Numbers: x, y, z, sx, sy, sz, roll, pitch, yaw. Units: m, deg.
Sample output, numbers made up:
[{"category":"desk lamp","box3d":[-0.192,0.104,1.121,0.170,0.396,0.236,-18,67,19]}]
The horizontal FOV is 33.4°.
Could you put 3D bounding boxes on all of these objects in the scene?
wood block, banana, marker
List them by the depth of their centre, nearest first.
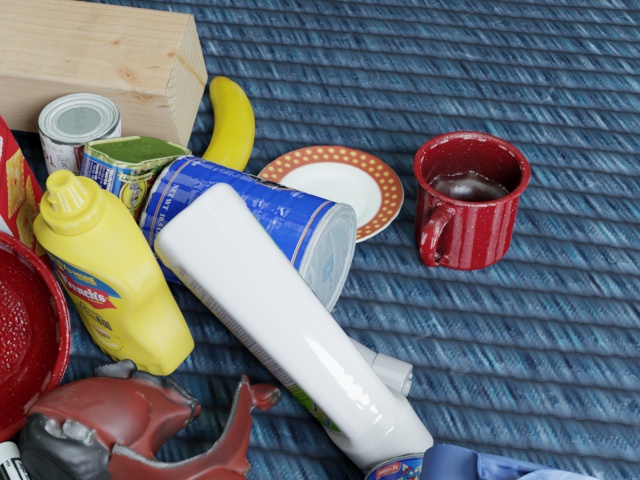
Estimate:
[{"category":"marker","box3d":[-0.188,0.182,0.703,0.020,0.020,0.121,-23,49,-22]},{"category":"wood block","box3d":[-0.215,-0.150,0.939,0.206,0.091,0.090,8,61,9]},{"category":"banana","box3d":[-0.094,-0.089,0.967,0.070,0.037,0.197,10,45,10]}]

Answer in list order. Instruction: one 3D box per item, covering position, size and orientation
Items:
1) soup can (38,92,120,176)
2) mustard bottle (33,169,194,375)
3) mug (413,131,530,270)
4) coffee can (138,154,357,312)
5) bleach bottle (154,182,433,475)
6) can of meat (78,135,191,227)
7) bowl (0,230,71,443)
[{"category":"soup can","box3d":[-0.195,-0.064,0.895,0.068,0.102,0.068,0,45,0]},{"category":"mustard bottle","box3d":[-0.151,0.018,0.744,0.096,0.191,0.058,31,64,27]},{"category":"mug","box3d":[0.114,-0.023,0.867,0.093,0.081,0.117,22,48,21]},{"category":"coffee can","box3d":[-0.055,0.001,0.828,0.140,0.103,0.102,18,47,18]},{"category":"bleach bottle","box3d":[-0.007,0.077,0.721,0.068,0.102,0.251,-41,89,-9]},{"category":"can of meat","box3d":[-0.152,-0.035,0.851,0.057,0.084,0.101,23,19,23]},{"category":"bowl","box3d":[-0.257,0.067,0.761,0.162,0.055,0.162,0,89,-6]}]
